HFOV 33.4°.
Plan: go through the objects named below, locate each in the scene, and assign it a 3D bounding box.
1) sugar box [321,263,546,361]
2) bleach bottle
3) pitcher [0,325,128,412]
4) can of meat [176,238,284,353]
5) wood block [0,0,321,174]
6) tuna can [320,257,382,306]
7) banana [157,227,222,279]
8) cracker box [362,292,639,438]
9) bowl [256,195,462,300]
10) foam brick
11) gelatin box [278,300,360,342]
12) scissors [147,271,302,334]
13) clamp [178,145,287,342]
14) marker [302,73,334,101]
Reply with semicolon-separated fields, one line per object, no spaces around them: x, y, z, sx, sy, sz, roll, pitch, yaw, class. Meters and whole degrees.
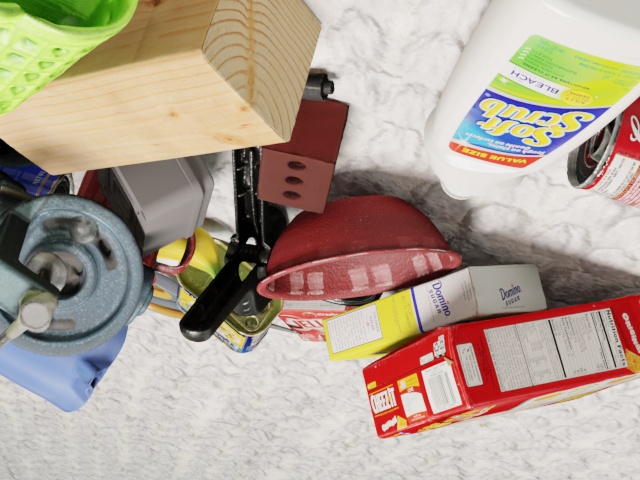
0.095;0.064;0.915;0.093;0.048;0.177;-1;166;-42;sugar box
0.127;-0.084;0.636;0.102;0.068;0.251;18;157;-3;bleach bottle
-0.341;0.073;1.148;0.242;0.145;0.149;34;137;-28;pitcher
-0.089;0.056;1.016;0.102;0.057;0.084;38;157;6;can of meat
-0.116;-0.110;0.678;0.206;0.090;0.090;-4;148;35;wood block
0.017;0.026;0.949;0.086;0.033;0.086;12;154;6;tuna can
-0.172;0.011;0.973;0.198;0.069;0.037;-3;138;20;banana
0.165;0.103;0.885;0.213;0.072;0.164;-8;165;-24;cracker box
0.027;0.004;0.838;0.162;0.055;0.162;-8;166;-2;bowl
-0.013;-0.063;0.764;0.053;0.051;0.078;14;154;1;foam brick
0.006;0.074;1.056;0.089;0.030;0.073;-1;150;30;gelatin box
-0.121;0.062;1.089;0.202;0.016;0.096;4;148;37;scissors
-0.056;0.001;0.866;0.036;0.164;0.210;14;178;12;clamp
-0.048;-0.107;0.731;0.121;0.020;0.020;5;153;19;marker
